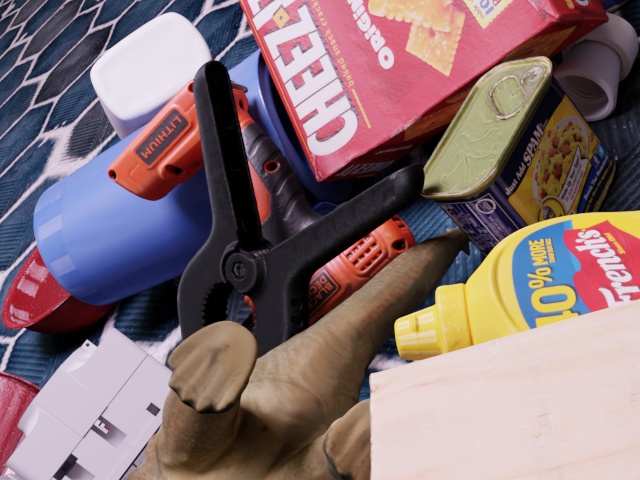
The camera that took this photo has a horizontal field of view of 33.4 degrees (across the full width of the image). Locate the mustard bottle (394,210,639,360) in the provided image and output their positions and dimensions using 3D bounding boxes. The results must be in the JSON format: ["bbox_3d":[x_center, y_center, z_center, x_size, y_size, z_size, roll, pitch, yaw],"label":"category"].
[{"bbox_3d":[0.127,0.028,0.456,0.192,0.058,0.096,-10,46,11],"label":"mustard bottle"}]

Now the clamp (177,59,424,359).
[{"bbox_3d":[-0.029,0.015,0.631,0.165,0.036,0.210,23,108,32],"label":"clamp"}]

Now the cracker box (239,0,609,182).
[{"bbox_3d":[0.053,-0.156,0.693,0.071,0.164,0.214,-11,-16,-48],"label":"cracker box"}]

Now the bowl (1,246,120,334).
[{"bbox_3d":[-0.221,0.032,0.993,0.162,0.055,0.162,-33,30,22],"label":"bowl"}]

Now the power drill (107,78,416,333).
[{"bbox_3d":[-0.055,0.001,0.701,0.185,0.188,0.057,-44,-12,15],"label":"power drill"}]

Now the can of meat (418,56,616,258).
[{"bbox_3d":[0.115,-0.038,0.606,0.058,0.084,0.102,-1,50,53],"label":"can of meat"}]

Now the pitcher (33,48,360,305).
[{"bbox_3d":[-0.101,-0.048,0.834,0.243,0.145,0.149,-25,-1,24],"label":"pitcher"}]

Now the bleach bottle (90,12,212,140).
[{"bbox_3d":[-0.144,-0.124,0.995,0.102,0.068,0.251,-35,-5,-6],"label":"bleach bottle"}]

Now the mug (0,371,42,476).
[{"bbox_3d":[-0.267,0.165,0.856,0.117,0.093,0.081,120,169,-54],"label":"mug"}]
